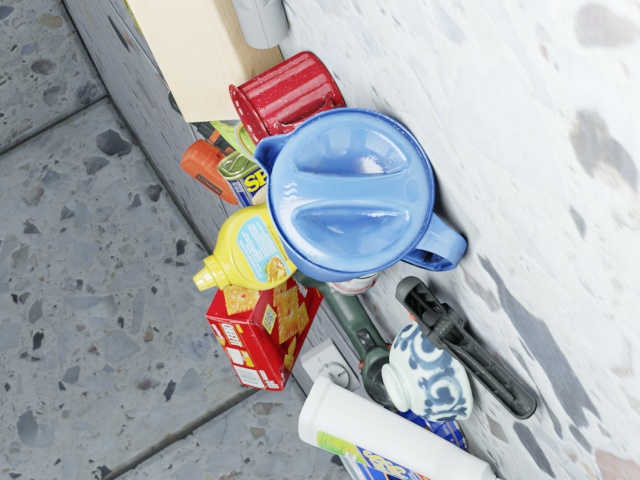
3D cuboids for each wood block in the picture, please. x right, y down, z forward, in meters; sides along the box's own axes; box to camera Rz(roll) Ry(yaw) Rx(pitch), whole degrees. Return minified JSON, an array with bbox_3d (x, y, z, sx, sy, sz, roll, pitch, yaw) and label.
[{"bbox_3d":[-0.116,-0.223,1.030,0.206,0.091,0.090,67,-148,-41],"label":"wood block"}]

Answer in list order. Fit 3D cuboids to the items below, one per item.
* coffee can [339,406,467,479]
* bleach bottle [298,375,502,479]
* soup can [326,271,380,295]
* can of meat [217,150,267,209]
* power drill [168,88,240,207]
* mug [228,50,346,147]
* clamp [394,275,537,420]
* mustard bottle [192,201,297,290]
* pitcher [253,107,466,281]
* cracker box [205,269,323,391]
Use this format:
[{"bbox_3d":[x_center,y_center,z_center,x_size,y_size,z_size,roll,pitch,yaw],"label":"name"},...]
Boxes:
[{"bbox_3d":[0.100,0.259,1.352,0.103,0.140,0.103,57,171,14],"label":"coffee can"},{"bbox_3d":[0.100,0.244,1.239,0.251,0.068,0.102,22,154,11],"label":"bleach bottle"},{"bbox_3d":[0.037,0.018,1.145,0.068,0.068,0.102,58,170,8],"label":"soup can"},{"bbox_3d":[-0.058,-0.074,1.260,0.057,0.102,0.084,45,166,56],"label":"can of meat"},{"bbox_3d":[-0.128,-0.119,1.379,0.184,0.057,0.188,37,162,-6],"label":"power drill"},{"bbox_3d":[-0.024,-0.121,0.986,0.093,0.081,0.117,63,170,-22],"label":"mug"},{"bbox_3d":[0.107,0.074,0.982,0.164,0.036,0.210,47,180,-17],"label":"clamp"},{"bbox_3d":[-0.058,0.001,1.212,0.096,0.191,0.058,62,171,-18],"label":"mustard bottle"},{"bbox_3d":[0.028,-0.020,0.944,0.243,0.145,0.149,108,143,-83],"label":"pitcher"},{"bbox_3d":[-0.058,0.066,1.401,0.072,0.213,0.164,8,144,24],"label":"cracker box"}]
